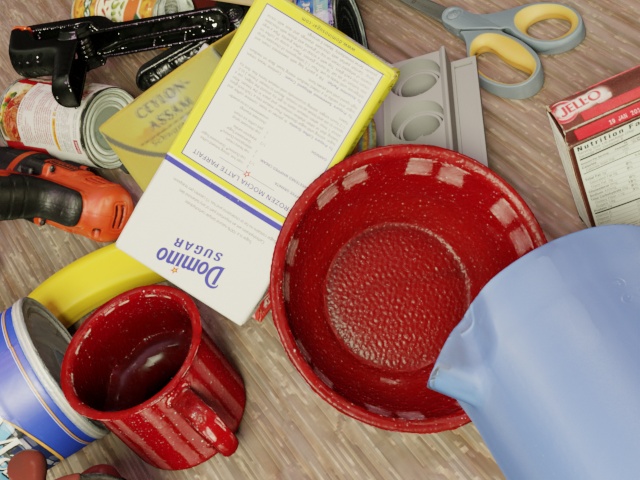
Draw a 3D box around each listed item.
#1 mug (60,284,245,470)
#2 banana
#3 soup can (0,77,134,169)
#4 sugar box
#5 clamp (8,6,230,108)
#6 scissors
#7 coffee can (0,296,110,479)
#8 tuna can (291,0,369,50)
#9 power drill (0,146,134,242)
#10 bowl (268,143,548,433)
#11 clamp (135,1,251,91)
[{"bbox_3d":[-0.089,0.092,0.644,0.117,0.081,0.093,28,69,41],"label":"mug"},{"bbox_3d":[-0.159,0.041,0.760,0.198,0.037,0.070,-35,68,0],"label":"banana"},{"bbox_3d":[-0.206,-0.097,0.875,0.102,0.068,0.068,11,58,33],"label":"soup can"},{"bbox_3d":[-0.037,-0.048,0.632,0.093,0.048,0.176,33,102,3],"label":"sugar box"},{"bbox_3d":[-0.198,-0.153,0.867,0.210,0.036,0.164,10,34,39],"label":"clamp"},{"bbox_3d":[0.122,-0.172,0.804,0.096,0.016,0.202,-30,45,0],"label":"scissors"},{"bbox_3d":[-0.219,0.115,0.677,0.140,0.102,0.103,-32,45,-1],"label":"coffee can"},{"bbox_3d":[0.009,-0.148,0.794,0.034,0.086,0.086,-9,49,19],"label":"tuna can"},{"bbox_3d":[-0.258,-0.043,0.786,0.185,0.187,0.057,17,101,36],"label":"power drill"},{"bbox_3d":[0.049,0.029,0.612,0.162,0.055,0.162,1,80,-6],"label":"bowl"},{"bbox_3d":[-0.062,-0.168,0.883,0.120,0.039,0.171,34,76,32],"label":"clamp"}]
